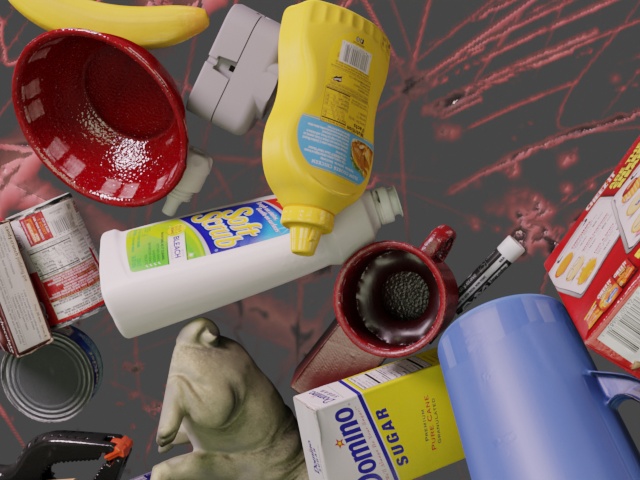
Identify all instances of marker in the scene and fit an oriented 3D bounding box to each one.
[{"bbox_3d":[0.126,0.045,0.913,0.020,0.020,0.121,42,103,-4],"label":"marker"}]

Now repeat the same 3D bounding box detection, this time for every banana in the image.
[{"bbox_3d":[-0.193,-0.196,0.886,0.198,0.037,0.070,24,105,1],"label":"banana"}]

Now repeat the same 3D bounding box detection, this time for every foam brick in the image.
[{"bbox_3d":[0.018,0.105,0.920,0.051,0.053,0.078,37,104,-3],"label":"foam brick"}]

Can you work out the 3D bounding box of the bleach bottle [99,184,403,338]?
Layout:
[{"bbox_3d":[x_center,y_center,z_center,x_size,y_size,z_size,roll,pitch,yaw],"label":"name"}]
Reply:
[{"bbox_3d":[-0.056,0.001,0.893,0.251,0.102,0.068,-18,125,2],"label":"bleach bottle"}]

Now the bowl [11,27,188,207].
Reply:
[{"bbox_3d":[-0.169,-0.109,0.876,0.162,0.055,0.162,13,128,17],"label":"bowl"}]

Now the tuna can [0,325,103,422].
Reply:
[{"bbox_3d":[-0.240,0.118,0.960,0.086,0.033,0.086,1,102,6],"label":"tuna can"}]

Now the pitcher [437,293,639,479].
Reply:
[{"bbox_3d":[0.177,0.158,0.770,0.149,0.243,0.145,-10,145,-9],"label":"pitcher"}]

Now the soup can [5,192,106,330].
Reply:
[{"bbox_3d":[-0.225,0.018,0.920,0.068,0.068,0.102,-21,99,10],"label":"soup can"}]

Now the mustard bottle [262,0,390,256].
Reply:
[{"bbox_3d":[0.001,-0.082,0.831,0.058,0.096,0.191,-4,72,46],"label":"mustard bottle"}]

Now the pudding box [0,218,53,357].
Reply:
[{"bbox_3d":[-0.273,0.036,0.899,0.039,0.090,0.113,-27,108,-29],"label":"pudding box"}]

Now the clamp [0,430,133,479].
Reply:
[{"bbox_3d":[-0.257,0.244,0.987,0.210,0.036,0.164,-24,100,14],"label":"clamp"}]

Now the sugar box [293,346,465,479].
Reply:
[{"bbox_3d":[0.071,0.148,0.885,0.176,0.048,0.093,-18,106,-24],"label":"sugar box"}]

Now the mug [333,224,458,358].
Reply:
[{"bbox_3d":[0.073,0.037,0.877,0.093,0.081,0.117,35,100,16],"label":"mug"}]
